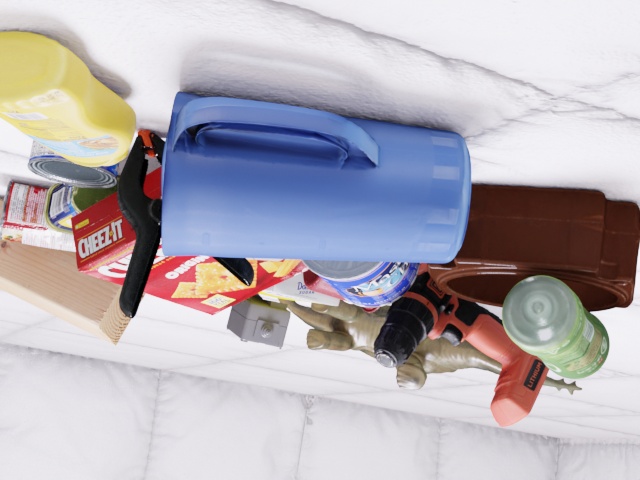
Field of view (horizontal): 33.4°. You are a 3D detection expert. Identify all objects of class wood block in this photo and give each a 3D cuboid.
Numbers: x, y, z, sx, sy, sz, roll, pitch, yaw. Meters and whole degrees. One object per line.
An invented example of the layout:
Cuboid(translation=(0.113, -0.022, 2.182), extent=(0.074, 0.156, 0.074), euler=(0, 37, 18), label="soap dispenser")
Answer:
Cuboid(translation=(-0.324, 0.036, 1.296), extent=(0.206, 0.090, 0.090), euler=(24, 163, 12), label="wood block")

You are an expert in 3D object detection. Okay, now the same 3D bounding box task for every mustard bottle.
Cuboid(translation=(-0.203, -0.103, 0.859), extent=(0.096, 0.058, 0.191), euler=(2, 165, 16), label="mustard bottle")

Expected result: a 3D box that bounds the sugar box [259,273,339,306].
Cuboid(translation=(-0.045, 0.055, 1.405), extent=(0.093, 0.048, 0.176), euler=(13, 178, -19), label="sugar box")

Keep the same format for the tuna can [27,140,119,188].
Cuboid(translation=(-0.237, -0.079, 1.031), extent=(0.086, 0.034, 0.086), euler=(7, 167, 2), label="tuna can")

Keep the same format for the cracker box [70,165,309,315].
Cuboid(translation=(-0.124, 0.001, 1.112), extent=(0.164, 0.072, 0.213), euler=(-26, 152, 26), label="cracker box")

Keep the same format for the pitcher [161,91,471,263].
Cuboid(translation=(-0.006, -0.048, 0.852), extent=(0.242, 0.145, 0.149), euler=(4, -162, -3), label="pitcher")

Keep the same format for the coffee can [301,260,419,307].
Cuboid(translation=(0.039, 0.005, 1.080), extent=(0.103, 0.103, 0.140), euler=(4, 166, 16), label="coffee can")

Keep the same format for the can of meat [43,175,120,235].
Cuboid(translation=(-0.238, -0.037, 1.162), extent=(0.101, 0.057, 0.084), euler=(15, 163, -30), label="can of meat")

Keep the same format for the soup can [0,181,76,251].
Cuboid(translation=(-0.310, -0.026, 1.221), extent=(0.102, 0.068, 0.069), euler=(10, 167, -12), label="soup can")

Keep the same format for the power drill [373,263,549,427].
Cuboid(translation=(0.157, 0.114, 1.160), extent=(0.187, 0.184, 0.057), euler=(43, 140, -7), label="power drill")

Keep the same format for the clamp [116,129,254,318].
Cuboid(translation=(-0.127, -0.019, 0.958), extent=(0.120, 0.171, 0.039), euler=(-5, 165, -11), label="clamp")
